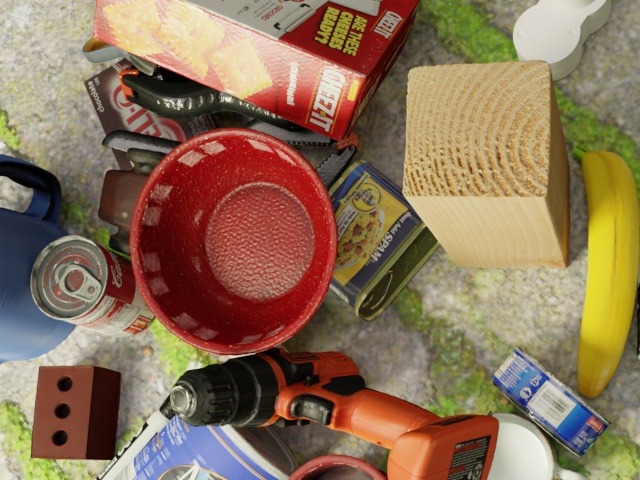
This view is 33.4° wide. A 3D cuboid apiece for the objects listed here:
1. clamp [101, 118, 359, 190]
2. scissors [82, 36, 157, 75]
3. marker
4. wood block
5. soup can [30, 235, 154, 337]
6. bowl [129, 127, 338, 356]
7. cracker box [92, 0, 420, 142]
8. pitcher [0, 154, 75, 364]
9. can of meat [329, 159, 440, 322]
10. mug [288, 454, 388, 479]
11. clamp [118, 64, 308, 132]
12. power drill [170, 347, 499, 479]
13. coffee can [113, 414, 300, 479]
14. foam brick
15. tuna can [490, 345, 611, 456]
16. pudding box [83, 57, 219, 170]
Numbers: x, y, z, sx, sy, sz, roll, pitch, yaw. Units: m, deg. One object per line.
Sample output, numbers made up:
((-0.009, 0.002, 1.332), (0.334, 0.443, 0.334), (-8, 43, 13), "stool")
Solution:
((-0.071, -0.054, 0.889), (0.210, 0.036, 0.164), (-28, 92, 6), "clamp")
((-0.145, -0.172, 0.907), (0.096, 0.016, 0.202), (-39, 28, -19), "scissors")
((-0.150, 0.169, 0.885), (0.020, 0.020, 0.121), (42, 91, 22), "marker")
((0.124, -0.045, 0.752), (0.091, 0.206, 0.090), (0, 77, 17), "wood block")
((-0.183, 0.040, 0.883), (0.069, 0.102, 0.068), (-4, 75, 16), "soup can")
((-0.055, 0.001, 0.775), (0.162, 0.055, 0.162), (0, 89, 21), "bowl")
((-0.045, -0.179, 0.842), (0.214, 0.072, 0.164), (24, 41, 6), "cracker box")
((-0.290, 0.015, 0.847), (0.145, 0.242, 0.149), (-23, 77, 8), "pitcher")
((0.037, -0.001, 0.849), (0.084, 0.057, 0.102), (41, 91, 23), "can of meat")
((0.011, 0.211, 0.791), (0.117, 0.081, 0.093), (-19, 72, 12), "mug")
((-0.078, -0.138, 0.892), (0.171, 0.039, 0.120), (8, 39, 10), "clamp")
((0.014, 0.123, 0.740), (0.188, 0.184, 0.057), (19, 102, 37), "power drill")
((-0.099, 0.193, 0.819), (0.140, 0.102, 0.103), (-46, 69, 2), "coffee can")
((-0.203, 0.144, 0.891), (0.053, 0.051, 0.078), (-2, 76, 16), "foam brick")
((0.164, 0.115, 0.765), (0.086, 0.086, 0.034), (40, 92, 22), "tuna can")
((-0.146, -0.112, 0.942), (0.090, 0.039, 0.113), (-28, 71, 8), "pudding box")
